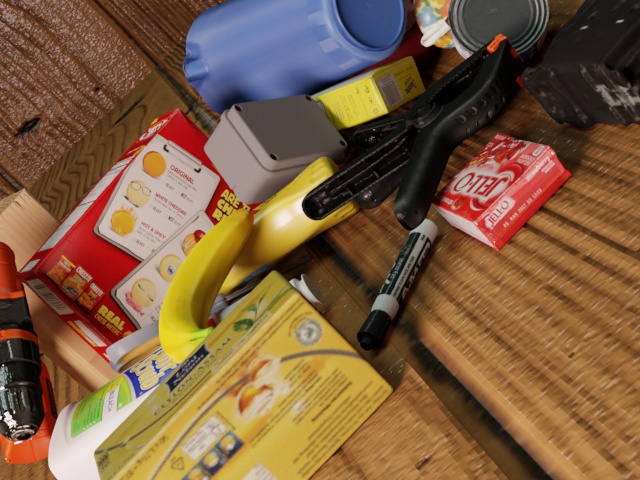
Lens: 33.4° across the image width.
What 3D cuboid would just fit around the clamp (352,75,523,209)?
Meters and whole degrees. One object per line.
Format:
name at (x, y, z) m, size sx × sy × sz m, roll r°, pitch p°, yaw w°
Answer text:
clamp at (0.094, -0.103, 0.930) m, size 0.171 × 0.039 × 0.120 m, roll -34°, pitch 33°, yaw 11°

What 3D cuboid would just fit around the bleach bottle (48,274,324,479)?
bleach bottle at (-0.103, 0.108, 0.858) m, size 0.251 × 0.068 × 0.102 m, roll -37°, pitch 19°, yaw 12°

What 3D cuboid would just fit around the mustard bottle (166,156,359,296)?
mustard bottle at (-0.057, 0.001, 0.956) m, size 0.192 × 0.058 × 0.096 m, roll -35°, pitch 7°, yaw 7°

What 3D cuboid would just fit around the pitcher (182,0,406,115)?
pitcher at (-0.018, -0.215, 1.116) m, size 0.243 × 0.144 × 0.149 m, roll -9°, pitch 53°, yaw 52°

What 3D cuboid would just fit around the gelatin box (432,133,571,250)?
gelatin box at (0.124, -0.037, 0.745) m, size 0.073 × 0.030 × 0.089 m, roll -45°, pitch 18°, yaw -1°

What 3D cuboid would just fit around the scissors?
scissors at (-0.102, 0.066, 0.924) m, size 0.201 × 0.016 × 0.096 m, roll -24°, pitch -12°, yaw -38°

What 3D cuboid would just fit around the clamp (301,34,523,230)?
clamp at (0.080, -0.083, 0.843) m, size 0.209 × 0.036 × 0.165 m, roll -49°, pitch 24°, yaw -22°

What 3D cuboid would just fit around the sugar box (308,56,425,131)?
sugar box at (0.009, -0.130, 1.080) m, size 0.177 × 0.048 × 0.093 m, roll -20°, pitch 8°, yaw 36°

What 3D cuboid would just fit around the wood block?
wood block at (-0.253, 0.057, 1.043) m, size 0.090 × 0.206 × 0.090 m, roll -53°, pitch 21°, yaw -25°

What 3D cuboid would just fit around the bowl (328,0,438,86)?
bowl at (0.078, -0.207, 1.162) m, size 0.162 × 0.055 × 0.162 m, roll -38°, pitch 20°, yaw 16°

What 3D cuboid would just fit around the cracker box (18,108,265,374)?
cracker box at (-0.156, 0.009, 1.013) m, size 0.072 × 0.164 × 0.213 m, roll -9°, pitch 39°, yaw 56°

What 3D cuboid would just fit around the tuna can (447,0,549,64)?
tuna can at (0.154, -0.191, 0.925) m, size 0.086 × 0.086 × 0.033 m, roll -44°, pitch -17°, yaw -1°

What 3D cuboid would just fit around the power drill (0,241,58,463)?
power drill at (-0.260, 0.118, 0.913) m, size 0.188 × 0.057 × 0.184 m, roll 101°, pitch 154°, yaw -53°

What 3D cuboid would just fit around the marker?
marker at (0.055, 0.031, 0.760) m, size 0.020 × 0.020 × 0.121 m, roll -23°, pitch 28°, yaw 46°

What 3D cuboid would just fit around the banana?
banana at (-0.090, 0.041, 0.835) m, size 0.070 × 0.037 × 0.197 m, roll -24°, pitch 26°, yaw 17°
